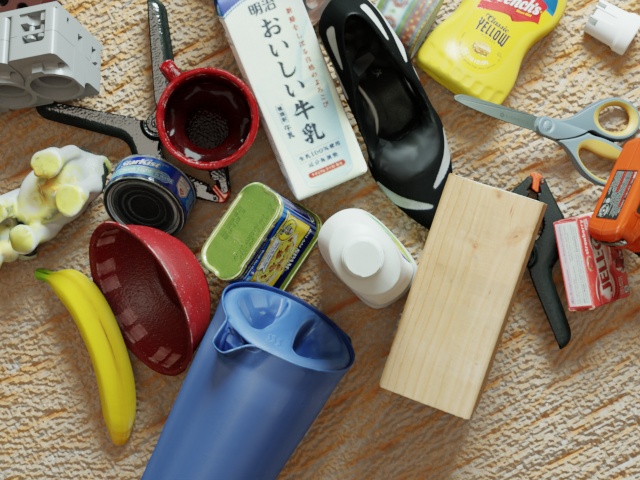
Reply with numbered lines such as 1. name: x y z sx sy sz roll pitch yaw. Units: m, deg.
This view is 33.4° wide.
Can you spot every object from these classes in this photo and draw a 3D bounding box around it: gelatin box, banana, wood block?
1. gelatin box: 0.262 0.019 1.027 0.030 0.073 0.089 -11 90 44
2. banana: -0.221 0.107 1.062 0.037 0.070 0.198 -22 87 -39
3. wood block: 0.134 0.050 0.996 0.090 0.090 0.206 19 95 14

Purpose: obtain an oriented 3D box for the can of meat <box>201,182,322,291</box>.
1. can of meat: -0.057 0.001 1.026 0.057 0.083 0.102 35 92 30

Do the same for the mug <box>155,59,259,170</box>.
1. mug: -0.113 -0.118 1.002 0.093 0.081 0.117 -39 92 -5

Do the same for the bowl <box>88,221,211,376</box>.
1. bowl: -0.155 0.047 1.026 0.055 0.162 0.162 -28 89 -36

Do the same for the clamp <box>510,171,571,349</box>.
1. clamp: 0.206 0.022 1.046 0.120 0.039 0.171 19 96 2

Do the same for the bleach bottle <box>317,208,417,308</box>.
1. bleach bottle: 0.043 0.019 0.947 0.068 0.251 0.102 -42 89 2

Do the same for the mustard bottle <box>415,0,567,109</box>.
1. mustard bottle: 0.183 -0.226 1.034 0.096 0.058 0.191 35 92 0

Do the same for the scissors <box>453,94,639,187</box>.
1. scissors: 0.231 -0.123 1.031 0.201 0.016 0.096 31 83 -14

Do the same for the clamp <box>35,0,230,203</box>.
1. clamp: -0.171 -0.113 1.061 0.164 0.036 0.210 -35 89 3

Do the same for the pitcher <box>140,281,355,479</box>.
1. pitcher: -0.072 0.170 1.002 0.149 0.145 0.243 24 111 -12

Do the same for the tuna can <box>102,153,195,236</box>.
1. tuna can: -0.167 -0.040 1.039 0.086 0.033 0.086 9 135 9
